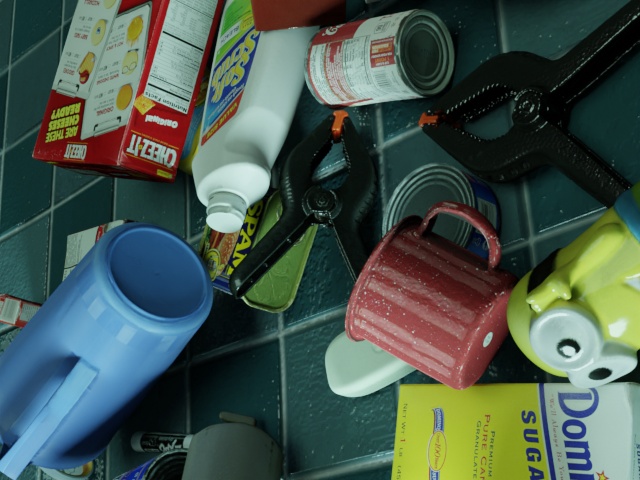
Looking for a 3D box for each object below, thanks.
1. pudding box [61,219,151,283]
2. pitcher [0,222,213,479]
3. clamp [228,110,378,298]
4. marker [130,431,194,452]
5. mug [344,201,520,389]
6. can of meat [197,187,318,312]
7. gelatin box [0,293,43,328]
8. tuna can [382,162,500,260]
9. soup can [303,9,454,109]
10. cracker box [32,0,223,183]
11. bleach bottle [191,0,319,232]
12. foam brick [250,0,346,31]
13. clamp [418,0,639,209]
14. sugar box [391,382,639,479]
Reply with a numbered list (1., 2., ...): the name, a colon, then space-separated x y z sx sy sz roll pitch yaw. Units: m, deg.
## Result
1. pudding box: -0.219 0.031 1.083 0.114 0.039 0.090 -14 67 46
2. pitcher: -0.196 0.098 0.925 0.243 0.144 0.149 -46 54 40
3. clamp: -0.008 -0.020 0.838 0.039 0.120 0.171 99 173 -67
4. marker: -0.126 0.180 0.943 0.121 0.020 0.020 -8 70 45
5. mug: 0.078 0.032 0.675 0.082 0.093 0.117 28 115 24
6. can of meat: -0.056 0.001 0.905 0.084 0.057 0.102 17 89 51
7. gelatin box: -0.310 0.078 1.136 0.089 0.073 0.030 7 80 49
8. tuna can: 0.087 -0.011 0.771 0.086 0.033 0.086 -19 63 42
9. soup can: 0.045 -0.141 0.837 0.102 0.068 0.068 0 76 47
10. cracker box: -0.174 -0.165 0.991 0.164 0.072 0.213 9 83 49
11. bleach bottle: -0.054 -0.121 0.893 0.103 0.068 0.250 -25 45 41
12. foam brick: -0.019 -0.208 0.863 0.053 0.078 0.051 89 174 -63
13. clamp: 0.157 -0.096 0.724 0.210 0.036 0.164 10 85 48
14. sugar box: 0.124 0.137 0.670 0.177 0.048 0.093 -10 69 46
